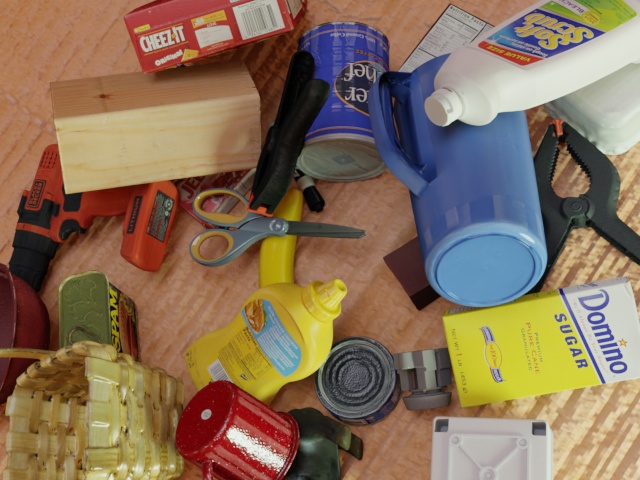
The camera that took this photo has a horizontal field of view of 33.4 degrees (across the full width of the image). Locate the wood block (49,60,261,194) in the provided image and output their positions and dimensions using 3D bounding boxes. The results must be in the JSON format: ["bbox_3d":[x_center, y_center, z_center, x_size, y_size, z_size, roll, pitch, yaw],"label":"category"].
[{"bbox_3d":[-0.171,-0.121,1.120,0.206,0.090,0.091,-8,36,-12],"label":"wood block"}]

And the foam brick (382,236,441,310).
[{"bbox_3d":[0.112,0.024,1.075,0.078,0.051,0.053,-32,65,2],"label":"foam brick"}]

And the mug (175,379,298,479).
[{"bbox_3d":[-0.082,0.192,0.988,0.093,0.081,0.117,-26,38,36],"label":"mug"}]

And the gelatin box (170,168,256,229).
[{"bbox_3d":[-0.122,-0.066,1.189,0.073,0.030,0.089,38,83,25],"label":"gelatin box"}]

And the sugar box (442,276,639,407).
[{"bbox_3d":[0.211,0.096,1.005,0.176,0.048,0.093,-12,93,14],"label":"sugar box"}]

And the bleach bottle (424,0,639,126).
[{"bbox_3d":[0.201,-0.166,0.993,0.250,0.068,0.103,-32,59,-28],"label":"bleach bottle"}]

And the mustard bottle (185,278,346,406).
[{"bbox_3d":[-0.045,0.096,1.040,0.192,0.058,0.096,-41,75,30],"label":"mustard bottle"}]

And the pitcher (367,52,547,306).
[{"bbox_3d":[0.133,-0.062,1.008,0.149,0.145,0.243,-11,44,10],"label":"pitcher"}]

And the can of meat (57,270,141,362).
[{"bbox_3d":[-0.232,0.094,1.126,0.057,0.084,0.102,-13,66,10],"label":"can of meat"}]

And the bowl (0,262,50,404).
[{"bbox_3d":[-0.332,0.107,1.141,0.162,0.055,0.162,-21,64,51],"label":"bowl"}]

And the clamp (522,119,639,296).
[{"bbox_3d":[0.266,-0.024,1.058,0.165,0.036,0.210,-5,68,14],"label":"clamp"}]

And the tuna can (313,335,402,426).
[{"bbox_3d":[0.037,0.139,1.060,0.086,0.033,0.086,-6,68,14],"label":"tuna can"}]

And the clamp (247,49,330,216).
[{"bbox_3d":[-0.035,-0.109,1.082,0.039,0.172,0.120,21,28,-12],"label":"clamp"}]

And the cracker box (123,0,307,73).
[{"bbox_3d":[-0.107,-0.252,1.164,0.164,0.213,0.072,-15,107,9],"label":"cracker box"}]

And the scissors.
[{"bbox_3d":[-0.057,0.001,1.112,0.202,0.016,0.096,21,81,27],"label":"scissors"}]

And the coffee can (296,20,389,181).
[{"bbox_3d":[0.024,-0.147,1.140,0.103,0.102,0.140,-5,67,14],"label":"coffee can"}]

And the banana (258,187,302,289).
[{"bbox_3d":[-0.034,0.039,1.116,0.070,0.037,0.198,-20,60,14],"label":"banana"}]

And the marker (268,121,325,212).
[{"bbox_3d":[-0.026,-0.081,1.174,0.020,0.020,0.121,-29,64,3],"label":"marker"}]

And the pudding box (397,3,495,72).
[{"bbox_3d":[0.146,-0.191,1.159,0.090,0.039,0.113,34,79,25],"label":"pudding box"}]

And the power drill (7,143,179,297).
[{"bbox_3d":[-0.257,-0.014,1.180,0.188,0.057,0.184,8,78,27],"label":"power drill"}]
